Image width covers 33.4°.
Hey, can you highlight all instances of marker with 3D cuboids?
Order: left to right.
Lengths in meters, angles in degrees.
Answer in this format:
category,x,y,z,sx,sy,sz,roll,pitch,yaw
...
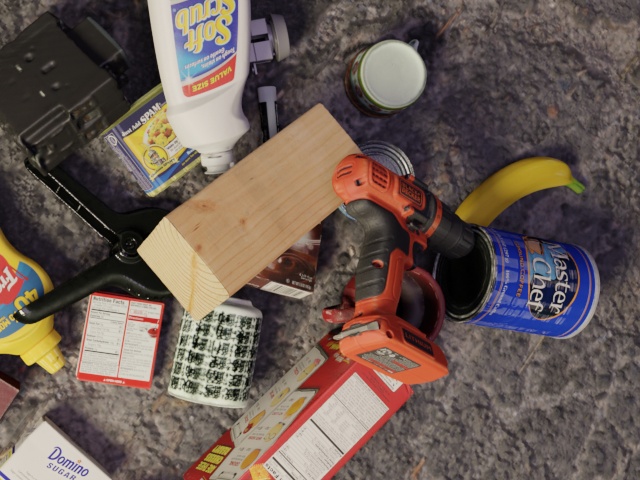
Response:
category,x,y,z,sx,sy,sz,roll,pitch,yaw
marker,-0.050,-0.096,1.091,0.020,0.020,0.121,-5,92,-15

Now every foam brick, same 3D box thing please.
category,x,y,z,sx,sy,sz,roll,pitch,yaw
foam brick,-0.328,0.139,1.002,0.078,0.053,0.051,34,82,-13

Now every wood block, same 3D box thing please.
category,x,y,z,sx,sy,sz,roll,pitch,yaw
wood block,-0.056,-0.028,0.998,0.205,0.091,0.090,-40,92,-32

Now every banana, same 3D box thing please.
category,x,y,z,sx,sy,sz,roll,pitch,yaw
banana,0.199,-0.040,1.151,0.197,0.037,0.069,-28,98,-13

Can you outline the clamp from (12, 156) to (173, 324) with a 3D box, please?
category,x,y,z,sx,sy,sz,roll,pitch,yaw
clamp,-0.194,-0.001,1.031,0.209,0.036,0.164,1,73,-29

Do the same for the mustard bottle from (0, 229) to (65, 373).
category,x,y,z,sx,sy,sz,roll,pitch,yaw
mustard bottle,-0.308,0.048,1.003,0.096,0.058,0.191,-41,101,-18

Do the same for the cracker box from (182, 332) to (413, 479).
category,x,y,z,sx,sy,sz,roll,pitch,yaw
cracker box,-0.024,0.189,1.029,0.213,0.164,0.072,-45,99,-11

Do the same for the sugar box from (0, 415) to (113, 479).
category,x,y,z,sx,sy,sz,roll,pitch,yaw
sugar box,-0.292,0.264,1.019,0.093,0.048,0.176,46,76,-11

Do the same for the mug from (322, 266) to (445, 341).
category,x,y,z,sx,sy,sz,roll,pitch,yaw
mug,0.058,0.070,1.091,0.117,0.082,0.093,-9,93,-15

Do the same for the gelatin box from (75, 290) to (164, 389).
category,x,y,z,sx,sy,sz,roll,pitch,yaw
gelatin box,-0.197,0.097,1.049,0.073,0.030,0.089,10,88,-14

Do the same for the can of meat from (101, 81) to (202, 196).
category,x,y,z,sx,sy,sz,roll,pitch,yaw
can of meat,-0.153,-0.104,1.044,0.102,0.057,0.084,-39,102,-12

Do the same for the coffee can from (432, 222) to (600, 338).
category,x,y,z,sx,sy,sz,roll,pitch,yaw
coffee can,0.202,0.043,1.104,0.140,0.103,0.103,10,88,-29

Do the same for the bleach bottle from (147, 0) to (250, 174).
category,x,y,z,sx,sy,sz,roll,pitch,yaw
bleach bottle,-0.103,-0.189,0.990,0.102,0.068,0.251,-11,102,-15

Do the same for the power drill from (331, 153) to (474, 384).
category,x,y,z,sx,sy,sz,roll,pitch,yaw
power drill,0.079,0.032,0.976,0.184,0.057,0.187,27,53,-37

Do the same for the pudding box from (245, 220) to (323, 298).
category,x,y,z,sx,sy,sz,roll,pitch,yaw
pudding box,-0.057,0.001,1.063,0.113,0.039,0.090,18,66,-22

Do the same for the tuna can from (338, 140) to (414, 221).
category,x,y,z,sx,sy,sz,roll,pitch,yaw
tuna can,0.053,-0.061,1.112,0.086,0.034,0.086,0,91,-15
